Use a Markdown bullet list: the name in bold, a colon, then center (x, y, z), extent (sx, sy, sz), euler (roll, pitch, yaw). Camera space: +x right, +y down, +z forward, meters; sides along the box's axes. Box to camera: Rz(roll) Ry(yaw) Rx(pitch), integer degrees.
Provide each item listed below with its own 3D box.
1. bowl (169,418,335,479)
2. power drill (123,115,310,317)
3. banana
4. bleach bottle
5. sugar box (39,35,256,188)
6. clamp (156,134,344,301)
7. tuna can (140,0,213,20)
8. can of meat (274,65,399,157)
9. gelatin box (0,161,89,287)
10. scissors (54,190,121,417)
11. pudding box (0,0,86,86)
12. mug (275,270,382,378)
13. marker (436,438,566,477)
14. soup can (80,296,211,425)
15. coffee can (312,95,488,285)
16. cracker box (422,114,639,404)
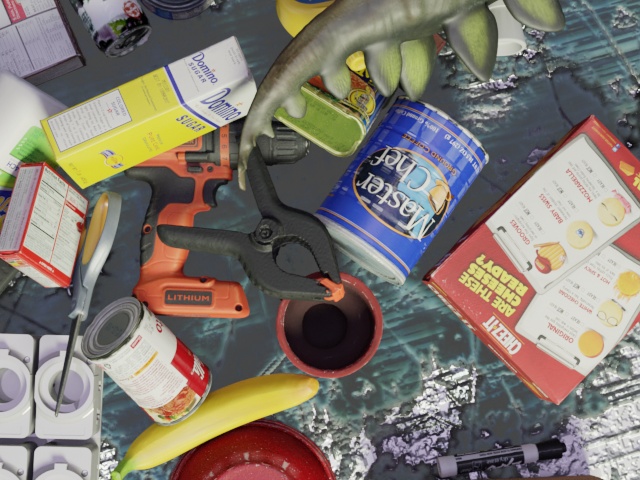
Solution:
- **bowl**: center (-0.060, 0.242, 0.955), extent (0.162, 0.055, 0.162), euler (0, 84, -3)
- **power drill**: center (-0.101, -0.023, 0.977), extent (0.184, 0.057, 0.187), euler (0, 82, 1)
- **banana**: center (-0.093, 0.161, 0.952), extent (0.198, 0.070, 0.037), euler (-27, 113, 1)
- **bleach bottle**: center (-0.311, -0.025, 0.953), extent (0.068, 0.102, 0.251), euler (33, 90, 24)
- **sugar box**: center (-0.141, -0.107, 0.912), extent (0.176, 0.093, 0.048), euler (-22, 79, -3)
- **clamp**: center (-0.056, 0.001, 0.919), extent (0.120, 0.039, 0.171), euler (-43, 71, 0)
- **tuna can**: center (-0.136, -0.253, 1.007), extent (0.086, 0.034, 0.086), euler (0, 85, -3)
- **can of meat**: center (0.009, -0.135, 0.974), extent (0.102, 0.058, 0.083), euler (32, 49, 0)
- **gelatin box**: center (-0.240, -0.013, 0.926), extent (0.030, 0.073, 0.089), euler (-3, 64, 23)
- **scissors**: center (-0.216, 0.053, 0.939), extent (0.016, 0.096, 0.201), euler (21, 76, -28)
- **pudding box**: center (-0.287, -0.186, 0.990), extent (0.113, 0.039, 0.090), euler (-23, 87, -3)
- **mug**: center (-0.005, 0.069, 0.961), extent (0.117, 0.081, 0.093), euler (34, 84, 0)
- **marker**: center (0.169, 0.201, 0.990), extent (0.121, 0.020, 0.020), euler (-8, 85, -4)
- **soup can**: center (-0.152, 0.106, 0.933), extent (0.068, 0.069, 0.102), euler (-43, 124, -6)
- **coffee can**: center (0.071, -0.045, 0.965), extent (0.103, 0.103, 0.140), euler (35, 83, 0)
- **cracker box**: center (0.226, 0.018, 0.985), extent (0.213, 0.072, 0.164), euler (-44, 88, -5)
